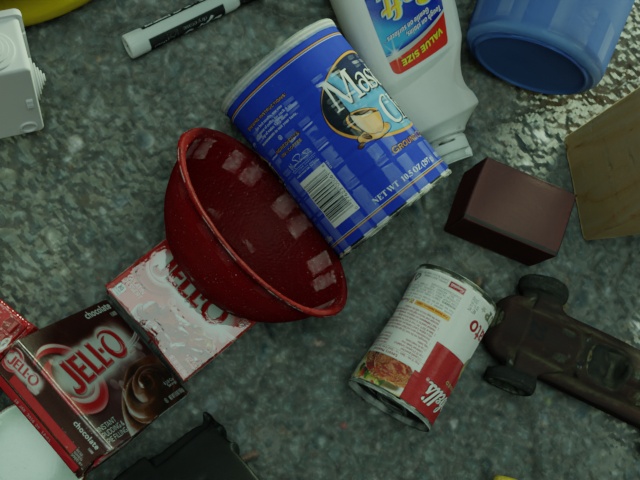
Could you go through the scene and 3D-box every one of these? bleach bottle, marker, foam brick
[{"bbox_3d":[0.064,-0.178,0.818,0.102,0.068,0.251,-20,86,-14],"label":"bleach bottle"},{"bbox_3d":[-0.092,-0.171,0.807,0.121,0.020,0.020,-28,86,-15],"label":"marker"},{"bbox_3d":[0.142,-0.021,0.807,0.078,0.053,0.051,22,76,-7],"label":"foam brick"}]

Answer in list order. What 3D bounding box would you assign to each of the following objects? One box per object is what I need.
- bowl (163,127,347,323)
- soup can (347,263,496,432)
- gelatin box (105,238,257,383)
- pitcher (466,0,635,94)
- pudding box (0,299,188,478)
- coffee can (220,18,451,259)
[{"bbox_3d":[-0.055,0.001,0.735,0.055,0.162,0.162,-40,89,20],"label":"bowl"},{"bbox_3d":[0.074,0.076,0.768,0.068,0.068,0.102,34,75,-3],"label":"soup can"},{"bbox_3d":[-0.098,0.045,0.760,0.073,0.030,0.089,-39,89,-15],"label":"gelatin box"},{"bbox_3d":[0.192,-0.245,0.821,0.149,0.145,0.243,18,78,21],"label":"pitcher"},{"bbox_3d":[-0.149,0.094,0.698,0.039,0.113,0.090,-43,85,19],"label":"pudding box"},{"bbox_3d":[0.011,-0.072,0.765,0.102,0.103,0.140,-38,89,-15],"label":"coffee can"}]
